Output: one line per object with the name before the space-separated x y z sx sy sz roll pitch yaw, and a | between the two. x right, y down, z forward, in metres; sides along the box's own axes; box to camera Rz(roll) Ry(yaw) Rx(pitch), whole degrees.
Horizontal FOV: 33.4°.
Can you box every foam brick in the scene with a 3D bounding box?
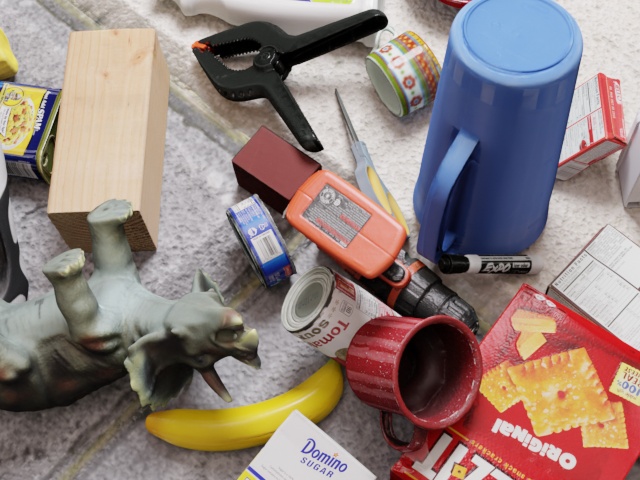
foam brick | -0.041 -0.066 1.058 0.078 0.053 0.051 35 72 18

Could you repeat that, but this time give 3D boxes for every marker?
marker | 0.156 0.022 0.984 0.120 0.020 0.020 1 59 -35

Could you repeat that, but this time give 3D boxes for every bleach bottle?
bleach bottle | -0.058 -0.265 1.148 0.251 0.068 0.102 4 65 9

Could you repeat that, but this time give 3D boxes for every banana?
banana | -0.059 0.156 0.969 0.197 0.037 0.070 -19 38 -7

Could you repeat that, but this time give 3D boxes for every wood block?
wood block | -0.208 -0.101 1.067 0.090 0.091 0.206 -2 65 4

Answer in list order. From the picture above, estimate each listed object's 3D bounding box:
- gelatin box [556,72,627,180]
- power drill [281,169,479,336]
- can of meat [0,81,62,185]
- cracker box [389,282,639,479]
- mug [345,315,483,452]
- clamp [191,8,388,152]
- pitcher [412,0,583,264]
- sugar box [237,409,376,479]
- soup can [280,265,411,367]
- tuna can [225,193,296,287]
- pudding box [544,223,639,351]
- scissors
gelatin box | 0.255 -0.109 1.036 0.030 0.089 0.073 15 62 -28
power drill | 0.053 0.018 0.940 0.185 0.187 0.057 35 85 21
can of meat | -0.304 -0.113 1.099 0.084 0.057 0.102 9 66 10
cracker box | 0.186 0.166 0.922 0.164 0.072 0.213 33 72 18
mug | 0.074 0.118 0.894 0.093 0.082 0.117 5 88 -32
clamp | -0.040 -0.185 1.090 0.210 0.036 0.164 24 74 34
pitcher | 0.151 -0.092 0.947 0.145 0.243 0.149 -6 56 -4
sugar box | -0.042 0.240 0.904 0.093 0.048 0.176 40 78 8
soup can | 0.024 0.075 0.951 0.102 0.069 0.068 35 65 -29
tuna can | -0.057 0.001 1.010 0.033 0.086 0.086 -28 66 -7
pudding box | 0.279 0.052 0.986 0.114 0.039 0.090 41 75 22
scissors | 0.051 -0.071 1.064 0.016 0.096 0.202 -29 34 13
